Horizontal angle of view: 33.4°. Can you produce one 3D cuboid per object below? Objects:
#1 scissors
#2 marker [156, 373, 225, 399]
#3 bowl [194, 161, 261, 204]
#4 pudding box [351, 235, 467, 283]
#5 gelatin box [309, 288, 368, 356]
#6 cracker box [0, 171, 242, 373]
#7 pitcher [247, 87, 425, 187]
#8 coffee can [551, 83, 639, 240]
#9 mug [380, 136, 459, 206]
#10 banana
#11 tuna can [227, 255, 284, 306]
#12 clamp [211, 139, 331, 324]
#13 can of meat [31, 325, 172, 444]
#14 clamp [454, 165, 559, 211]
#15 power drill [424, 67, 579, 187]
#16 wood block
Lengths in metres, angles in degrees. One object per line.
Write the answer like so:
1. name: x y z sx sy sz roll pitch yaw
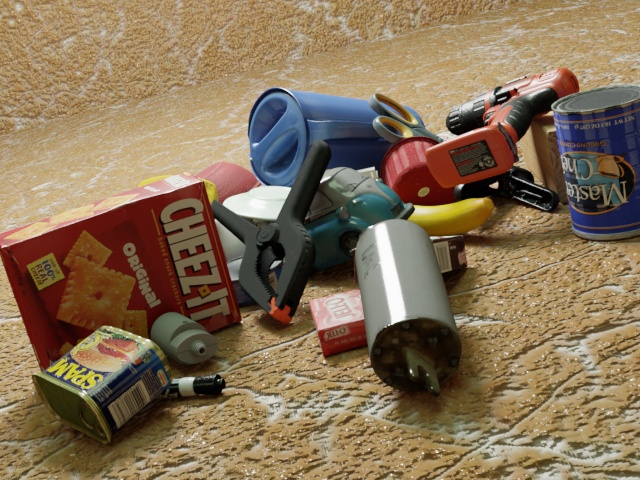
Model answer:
1. scissors: 0.143 -0.122 1.383 0.016 0.201 0.096 -52 4 34
2. marker: -0.143 0.137 0.988 0.121 0.020 0.020 -8 18 21
3. bowl: -0.161 -0.064 1.504 0.162 0.055 0.162 -33 13 8
4. pudding box: 0.093 0.019 1.099 0.090 0.039 0.113 -8 -2 23
5. gelatin box: 0.030 0.075 1.030 0.073 0.030 0.089 -14 16 -1
6. cracker box: -0.205 0.040 1.101 0.213 0.164 0.072 -20 19 -17
7. pitcher: 0.035 -0.137 1.455 0.242 0.145 0.149 -3 43 -39
8. coffee can: 0.306 -0.083 1.123 0.103 0.140 0.103 -13 17 4
9. mug: 0.135 -0.068 1.326 0.117 0.093 0.081 23 22 -13
10. banana: 0.120 -0.030 1.241 0.198 0.069 0.037 6 67 36
11. tuna can: -0.080 0.044 1.213 0.086 0.034 0.086 -13 17 4
12. clamp: -0.058 0.001 1.156 0.165 0.036 0.210 -23 49 29
13. can of meat: -0.194 0.126 0.960 0.102 0.057 0.083 13 42 44
14. clamp: 0.233 -0.067 1.304 0.120 0.039 0.171 14 20 12
15. power drill: 0.197 -0.133 1.264 0.185 0.057 0.187 -18 21 42
16. wood block: 0.312 -0.122 1.335 0.091 0.090 0.206 -13 16 3
